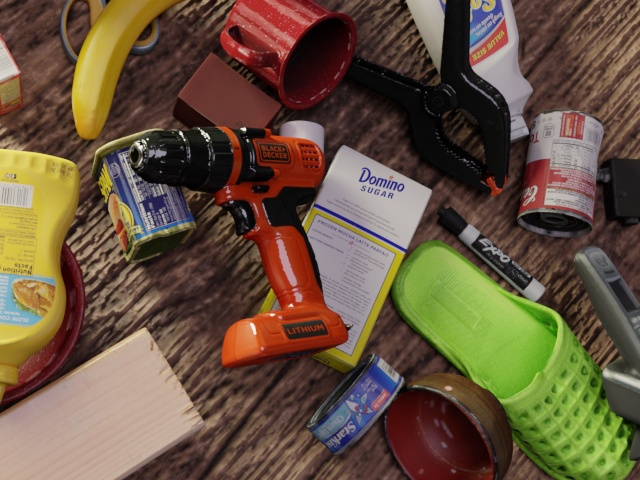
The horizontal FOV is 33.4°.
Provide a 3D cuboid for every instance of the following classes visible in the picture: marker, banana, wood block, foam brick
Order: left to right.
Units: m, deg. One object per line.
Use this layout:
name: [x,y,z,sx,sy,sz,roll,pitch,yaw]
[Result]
wood block: [-0.203,0.161,0.815,0.205,0.090,0.091,-31,87,-19]
banana: [-0.160,-0.176,0.915,0.069,0.037,0.197,40,71,-5]
foam brick: [-0.082,-0.113,0.928,0.078,0.051,0.053,37,72,-3]
marker: [0.154,0.011,0.974,0.121,0.020,0.020,41,71,-2]

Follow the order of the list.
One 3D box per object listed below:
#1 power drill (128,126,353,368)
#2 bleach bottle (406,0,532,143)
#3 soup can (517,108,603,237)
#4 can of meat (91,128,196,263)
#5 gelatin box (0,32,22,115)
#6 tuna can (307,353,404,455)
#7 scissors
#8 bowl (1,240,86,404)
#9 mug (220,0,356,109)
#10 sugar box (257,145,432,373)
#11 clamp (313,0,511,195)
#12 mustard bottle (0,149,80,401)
power drill: [-0.055,0.001,0.828,0.184,0.057,0.187,-2,75,-43]
bleach bottle: [0.141,-0.211,1.001,0.102,0.068,0.251,-21,85,-16]
soup can: [0.222,-0.062,0.982,0.068,0.069,0.102,14,74,-10]
can of meat: [-0.144,-0.034,0.869,0.057,0.102,0.084,-20,85,-18]
gelatin box: [-0.278,-0.156,0.879,0.030,0.073,0.089,-28,84,-19]
tuna can: [0.028,0.134,0.880,0.034,0.086,0.086,43,71,0]
scissors: [-0.188,-0.247,0.952,0.096,0.016,0.202,5,77,-14]
bowl: [-0.268,0.052,0.842,0.162,0.055,0.162,3,77,-13]
mug: [-0.037,-0.170,0.918,0.082,0.093,0.117,38,39,27]
sugar box: [0.020,0.015,0.927,0.093,0.048,0.176,27,69,-4]
clamp: [0.099,-0.129,0.960,0.210,0.165,0.036,62,30,-13]
mustard bottle: [-0.237,0.031,0.793,0.096,0.058,0.191,6,75,-10]
